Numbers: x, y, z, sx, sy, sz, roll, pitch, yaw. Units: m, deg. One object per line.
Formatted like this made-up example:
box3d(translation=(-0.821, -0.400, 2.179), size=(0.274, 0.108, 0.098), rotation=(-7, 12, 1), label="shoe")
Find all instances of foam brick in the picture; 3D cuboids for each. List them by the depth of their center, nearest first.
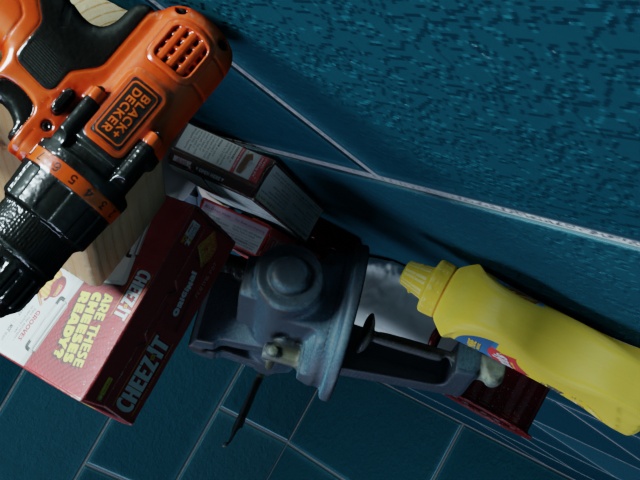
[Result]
box3d(translation=(-0.007, 0.009, 0.962), size=(0.078, 0.053, 0.051), rotation=(27, 173, 12), label="foam brick")

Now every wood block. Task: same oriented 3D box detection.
box3d(translation=(-0.164, -0.065, 0.683), size=(0.091, 0.090, 0.206), rotation=(29, 155, 9), label="wood block")

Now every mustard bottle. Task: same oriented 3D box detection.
box3d(translation=(0.143, 0.066, 0.745), size=(0.192, 0.058, 0.096), rotation=(28, 178, 12), label="mustard bottle")

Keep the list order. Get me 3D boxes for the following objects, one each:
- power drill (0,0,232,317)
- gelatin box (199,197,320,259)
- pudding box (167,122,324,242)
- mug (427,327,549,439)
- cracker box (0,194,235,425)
box3d(translation=(-0.163, -0.080, 0.516), size=(0.187, 0.184, 0.057), rotation=(40, 168, -7), label="power drill")
box3d(translation=(-0.056, 0.001, 0.897), size=(0.089, 0.030, 0.073), rotation=(22, 174, 39), label="gelatin box")
box3d(translation=(-0.058, -0.045, 0.847), size=(0.090, 0.039, 0.113), rotation=(24, 174, 26), label="pudding box")
box3d(translation=(0.147, 0.107, 0.919), size=(0.117, 0.081, 0.093), rotation=(29, 173, 0), label="mug")
box3d(translation=(-0.193, 0.029, 0.845), size=(0.214, 0.164, 0.072), rotation=(20, 166, 37), label="cracker box")
